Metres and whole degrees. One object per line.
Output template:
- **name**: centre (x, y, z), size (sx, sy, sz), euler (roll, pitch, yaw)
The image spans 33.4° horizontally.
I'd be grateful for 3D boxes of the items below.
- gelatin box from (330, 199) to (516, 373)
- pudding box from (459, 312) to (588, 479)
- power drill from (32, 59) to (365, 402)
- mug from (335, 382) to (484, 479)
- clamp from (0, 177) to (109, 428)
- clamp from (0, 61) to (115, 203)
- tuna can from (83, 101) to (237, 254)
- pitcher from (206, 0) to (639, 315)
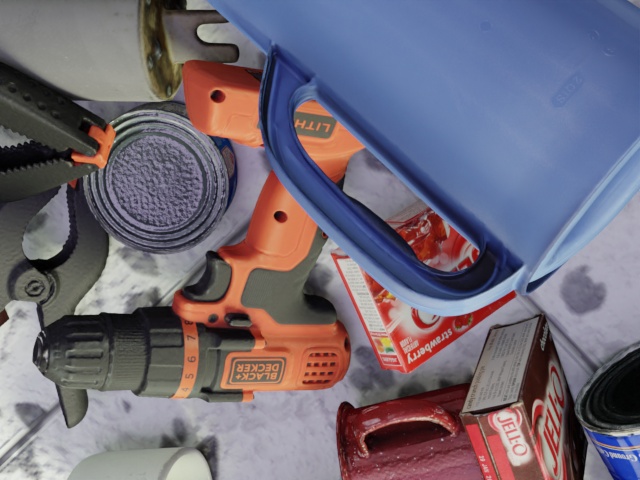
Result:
- **gelatin box**: centre (0.059, 0.019, 0.586), size (0.030, 0.089, 0.073), euler (-3, 113, 60)
- **pudding box**: centre (0.115, 0.104, 0.586), size (0.039, 0.113, 0.090), euler (-15, 105, 20)
- **power drill**: centre (-0.054, 0.001, 0.580), size (0.184, 0.057, 0.188), euler (3, 114, -29)
- **mug**: centre (0.058, 0.123, 0.613), size (0.081, 0.093, 0.117), euler (-15, 137, 12)
- **clamp**: centre (-0.169, 0.033, 0.647), size (0.120, 0.039, 0.171), euler (28, 92, -33)
- **clamp**: centre (-0.220, -0.056, 0.584), size (0.210, 0.036, 0.165), euler (11, 137, -5)
- **tuna can**: centre (-0.092, -0.037, 0.622), size (0.086, 0.033, 0.086), euler (2, 108, 7)
- **pitcher**: centre (0.043, -0.090, 0.496), size (0.243, 0.149, 0.145), euler (41, 123, 15)
